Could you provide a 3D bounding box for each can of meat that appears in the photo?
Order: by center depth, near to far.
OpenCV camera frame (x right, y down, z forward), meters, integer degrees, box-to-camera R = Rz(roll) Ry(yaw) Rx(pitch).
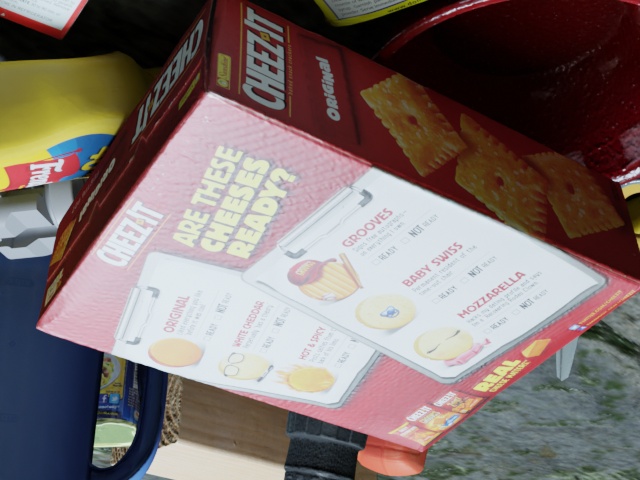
[{"bbox_3d":[-0.179,0.106,0.794,0.102,0.084,0.057,-2,151,4],"label":"can of meat"}]

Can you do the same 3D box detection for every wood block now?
[{"bbox_3d":[-0.057,0.153,0.874,0.205,0.090,0.091,23,144,-37],"label":"wood block"}]

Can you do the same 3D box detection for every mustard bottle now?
[{"bbox_3d":[-0.134,-0.051,0.482,0.191,0.058,0.096,-14,174,-36],"label":"mustard bottle"}]

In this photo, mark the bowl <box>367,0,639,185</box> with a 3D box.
[{"bbox_3d":[0.094,-0.079,0.478,0.162,0.055,0.162,0,152,0],"label":"bowl"}]

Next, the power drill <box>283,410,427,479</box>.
[{"bbox_3d":[0.031,0.109,0.714,0.057,0.184,0.187,7,164,19],"label":"power drill"}]

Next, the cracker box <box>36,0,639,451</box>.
[{"bbox_3d":[0.007,0.005,0.477,0.213,0.072,0.164,22,134,-24],"label":"cracker box"}]

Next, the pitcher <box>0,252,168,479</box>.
[{"bbox_3d":[-0.190,0.126,0.665,0.149,0.243,0.144,-25,141,27],"label":"pitcher"}]
